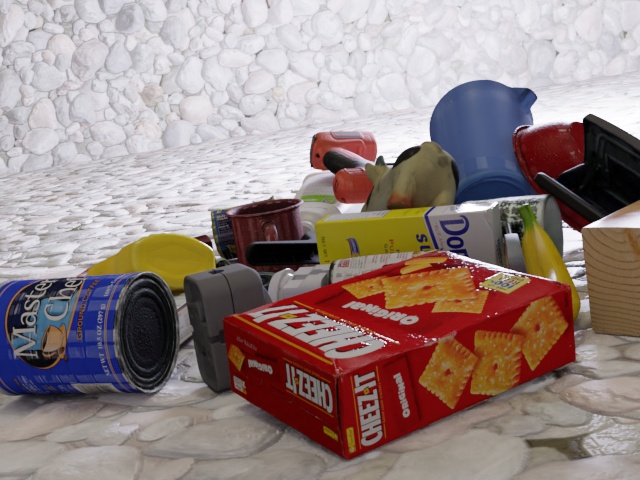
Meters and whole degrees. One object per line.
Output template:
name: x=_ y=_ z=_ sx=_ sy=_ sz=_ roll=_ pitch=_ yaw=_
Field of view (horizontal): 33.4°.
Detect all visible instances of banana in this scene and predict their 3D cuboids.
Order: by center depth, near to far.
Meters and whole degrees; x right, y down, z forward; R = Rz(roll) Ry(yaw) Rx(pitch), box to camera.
banana: x=0.196 y=0.036 z=0.927 sx=0.037 sy=0.069 sz=0.197 roll=-34 pitch=19 yaw=15

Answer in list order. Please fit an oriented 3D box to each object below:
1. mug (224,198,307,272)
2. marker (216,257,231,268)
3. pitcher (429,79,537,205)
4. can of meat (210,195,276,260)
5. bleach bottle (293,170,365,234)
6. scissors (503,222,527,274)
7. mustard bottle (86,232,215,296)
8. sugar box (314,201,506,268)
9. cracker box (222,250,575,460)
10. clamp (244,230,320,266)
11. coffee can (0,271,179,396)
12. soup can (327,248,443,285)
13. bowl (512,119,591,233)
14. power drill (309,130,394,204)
mug: x=-0.058 y=0.002 z=1.244 sx=0.093 sy=0.081 sz=0.117 roll=-10 pitch=11 yaw=-8
marker: x=-0.106 y=0.040 z=1.254 sx=0.020 sy=0.020 sz=0.121 roll=-12 pitch=12 yaw=-14
pitcher: x=0.189 y=-0.080 z=1.266 sx=0.145 sy=0.149 sz=0.242 roll=4 pitch=30 yaw=3
can of meat: x=-0.091 y=-0.013 z=1.351 sx=0.084 sy=0.057 sz=0.102 roll=-12 pitch=-12 yaw=-1
bleach bottle: x=-0.003 y=-0.038 z=1.451 sx=0.103 sy=0.068 sz=0.250 roll=-4 pitch=14 yaw=14
scissors: x=0.173 y=0.031 z=0.946 sx=0.016 sy=0.096 sz=0.201 roll=-8 pitch=0 yaw=9
mustard bottle: x=-0.196 y=0.042 z=1.140 sx=0.096 sy=0.058 sz=0.192 roll=4 pitch=-16 yaw=-34
sugar box: x=0.087 y=0.017 z=1.032 sx=0.176 sy=0.093 sz=0.048 roll=-4 pitch=13 yaw=24
cracker box: x=0.058 y=0.074 z=0.805 sx=0.213 sy=0.072 sz=0.164 roll=-16 pitch=18 yaw=-30
clamp: x=0.007 y=0.013 z=1.186 sx=0.164 sy=0.036 sz=0.210 roll=11 pitch=11 yaw=2
coffee can: x=-0.207 y=0.081 z=0.917 sx=0.140 sy=0.103 sz=0.102 roll=-4 pitch=12 yaw=22
soup can: x=0.064 y=0.046 z=0.972 sx=0.102 sy=0.068 sz=0.068 roll=-7 pitch=12 yaw=13
bowl: x=0.288 y=-0.080 z=1.178 sx=0.055 sy=0.162 sz=0.161 roll=-44 pitch=-10 yaw=33
power drill: x=0.079 y=-0.100 z=1.459 sx=0.184 sy=0.057 sz=0.188 roll=-2 pitch=21 yaw=-23
